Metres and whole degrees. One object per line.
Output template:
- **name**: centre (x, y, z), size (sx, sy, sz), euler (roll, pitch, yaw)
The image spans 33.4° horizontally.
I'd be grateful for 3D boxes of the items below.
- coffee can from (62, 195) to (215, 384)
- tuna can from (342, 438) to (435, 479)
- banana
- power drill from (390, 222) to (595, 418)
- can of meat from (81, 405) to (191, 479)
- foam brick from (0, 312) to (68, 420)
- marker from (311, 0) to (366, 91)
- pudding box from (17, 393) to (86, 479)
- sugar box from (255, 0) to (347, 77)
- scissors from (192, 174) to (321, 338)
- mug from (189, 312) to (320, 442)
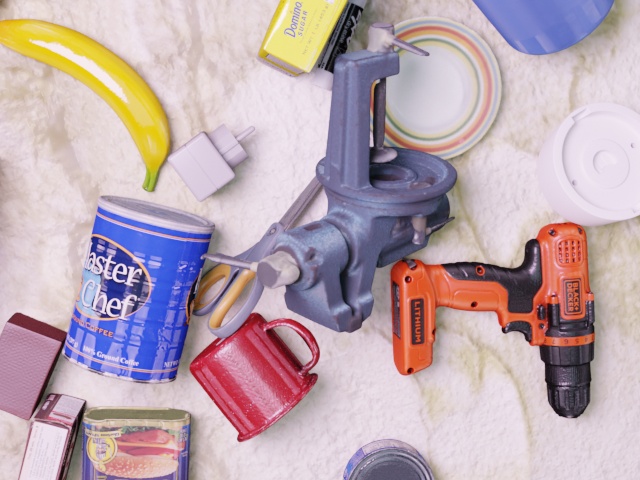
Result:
- **coffee can**: centre (-0.157, 0.041, 0.924), size (0.102, 0.103, 0.140), euler (14, 96, -7)
- **tuna can**: centre (0.064, 0.232, 1.005), size (0.086, 0.034, 0.086), euler (-1, 97, -6)
- **banana**: centre (-0.195, -0.133, 0.931), size (0.069, 0.037, 0.197), euler (-43, 99, 1)
- **power drill**: centre (0.161, 0.080, 0.985), size (0.187, 0.057, 0.184), euler (-4, 94, -8)
- **can of meat**: centre (-0.167, 0.197, 0.968), size (0.102, 0.057, 0.084), euler (2, 94, -7)
- **foam brick**: centre (-0.265, 0.111, 0.949), size (0.053, 0.051, 0.078), euler (24, 94, -7)
- **marker**: centre (0.023, -0.193, 0.954), size (0.020, 0.020, 0.121), euler (22, 95, -8)
- **pudding box**: centre (-0.242, 0.201, 0.943), size (0.039, 0.090, 0.113), euler (12, 96, -7)
- **sugar box**: centre (-0.015, -0.184, 0.872), size (0.048, 0.176, 0.093), euler (26, 93, -10)
- **scissors**: centre (-0.056, 0.001, 0.965), size (0.016, 0.096, 0.201), euler (46, 59, -33)
- **mug**: centre (-0.054, 0.112, 0.947), size (0.117, 0.093, 0.081), euler (-36, 95, 24)
